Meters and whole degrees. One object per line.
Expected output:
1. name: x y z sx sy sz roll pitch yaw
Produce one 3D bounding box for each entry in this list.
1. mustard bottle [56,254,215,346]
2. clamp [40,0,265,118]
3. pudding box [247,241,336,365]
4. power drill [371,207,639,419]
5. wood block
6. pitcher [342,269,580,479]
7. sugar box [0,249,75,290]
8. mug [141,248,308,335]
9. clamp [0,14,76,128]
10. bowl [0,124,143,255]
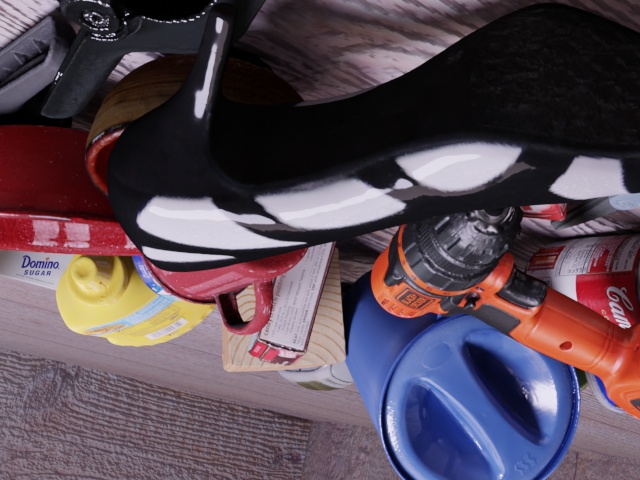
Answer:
1. mustard bottle: -0.139 0.036 0.781 0.096 0.058 0.191 -24 167 3
2. clamp: -0.080 -0.090 0.409 0.172 0.039 0.120 1 158 25
3. pudding box: -0.017 0.027 0.738 0.039 0.113 0.090 15 167 -6
4. power drill: 0.126 0.032 0.576 0.187 0.057 0.184 25 166 -3
5. wood block: -0.038 0.064 0.907 0.090 0.091 0.206 -2 173 -6
6. pitcher: 0.082 0.079 0.785 0.145 0.149 0.243 31 -177 -13
7. sugar box: -0.248 0.003 0.882 0.093 0.048 0.176 17 -178 -27
8. mug: -0.054 0.001 0.663 0.093 0.117 0.082 -5 173 -33
9. clamp: -0.200 -0.081 0.572 0.164 0.036 0.210 7 170 -3
10. bowl: -0.151 -0.027 0.593 0.162 0.055 0.162 3 172 0
